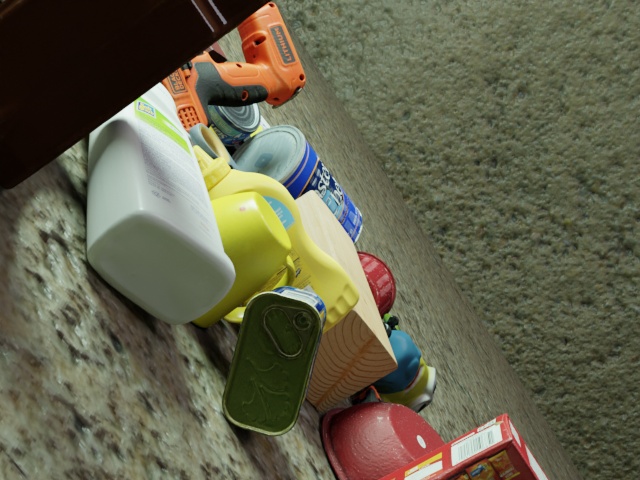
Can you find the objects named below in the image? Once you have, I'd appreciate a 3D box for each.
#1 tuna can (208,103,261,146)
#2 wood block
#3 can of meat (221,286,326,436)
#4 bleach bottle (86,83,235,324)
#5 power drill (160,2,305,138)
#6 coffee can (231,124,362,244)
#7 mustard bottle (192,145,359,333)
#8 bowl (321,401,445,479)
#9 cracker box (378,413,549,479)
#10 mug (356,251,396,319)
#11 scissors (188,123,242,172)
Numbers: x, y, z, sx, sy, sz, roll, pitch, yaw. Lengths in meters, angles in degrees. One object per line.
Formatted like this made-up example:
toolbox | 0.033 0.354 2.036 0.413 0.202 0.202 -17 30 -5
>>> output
tuna can | -0.106 -0.151 1.194 0.086 0.034 0.086 37 38 -36
wood block | -0.004 0.055 1.056 0.090 0.091 0.206 52 11 -35
can of meat | -0.031 0.086 0.804 0.057 0.102 0.084 15 5 5
bleach bottle | -0.127 -0.053 0.801 0.102 0.068 0.251 40 20 -33
power drill | -0.115 -0.188 1.069 0.187 0.057 0.184 -20 88 -40
coffee can | -0.029 -0.046 1.204 0.140 0.103 0.103 51 12 -39
mustard bottle | -0.056 0.001 0.910 0.191 0.096 0.058 54 0 -15
bowl | 0.077 0.204 0.989 0.162 0.055 0.162 40 19 -17
cracker box | 0.138 0.273 0.877 0.213 0.164 0.072 57 12 -7
mug | 0.036 0.075 1.248 0.081 0.093 0.117 -27 120 -76
scissors | -0.081 -0.068 1.041 0.096 0.016 0.201 58 9 2
